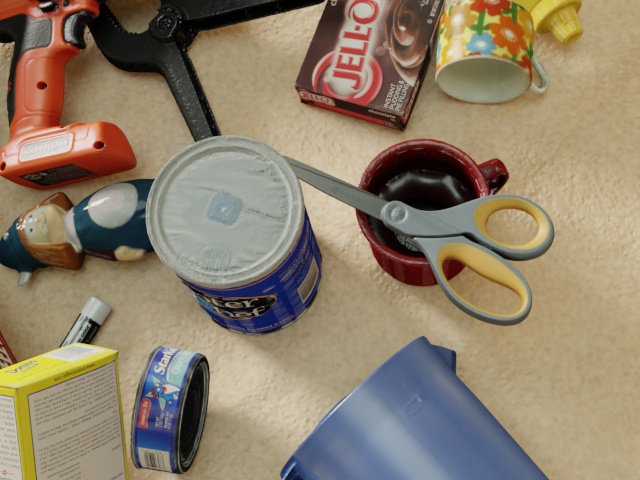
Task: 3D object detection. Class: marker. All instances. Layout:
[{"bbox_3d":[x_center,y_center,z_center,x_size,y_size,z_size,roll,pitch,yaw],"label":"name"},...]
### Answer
[{"bbox_3d":[-0.195,0.097,0.792,0.020,0.020,0.121,27,77,13],"label":"marker"}]

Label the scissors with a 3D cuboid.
[{"bbox_3d":[0.070,-0.025,0.718,0.202,0.016,0.096,42,79,16],"label":"scissors"}]

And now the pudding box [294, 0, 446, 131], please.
[{"bbox_3d":[0.041,-0.151,0.837,0.090,0.039,0.113,17,74,12],"label":"pudding box"}]

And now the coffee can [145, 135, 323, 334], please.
[{"bbox_3d":[-0.055,0.001,0.745,0.103,0.140,0.103,-2,72,5],"label":"coffee can"}]

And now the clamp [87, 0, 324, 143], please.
[{"bbox_3d":[-0.117,-0.157,0.853,0.210,0.036,0.164,21,84,18],"label":"clamp"}]

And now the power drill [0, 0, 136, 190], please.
[{"bbox_3d":[-0.188,-0.142,0.825,0.185,0.057,0.187,-12,74,21],"label":"power drill"}]

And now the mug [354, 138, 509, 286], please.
[{"bbox_3d":[0.083,-0.021,0.768,0.117,0.081,0.093,-33,72,-5],"label":"mug"}]

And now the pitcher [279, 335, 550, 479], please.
[{"bbox_3d":[0.091,0.194,0.674,0.243,0.144,0.149,46,102,14],"label":"pitcher"}]

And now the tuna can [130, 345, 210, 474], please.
[{"bbox_3d":[-0.103,0.118,0.741,0.034,0.086,0.086,8,73,7],"label":"tuna can"}]

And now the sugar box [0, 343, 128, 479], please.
[{"bbox_3d":[-0.168,0.163,0.691,0.048,0.093,0.176,6,103,31],"label":"sugar box"}]
